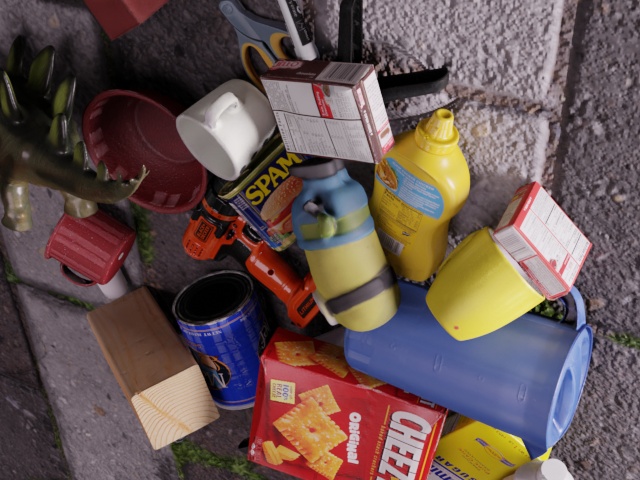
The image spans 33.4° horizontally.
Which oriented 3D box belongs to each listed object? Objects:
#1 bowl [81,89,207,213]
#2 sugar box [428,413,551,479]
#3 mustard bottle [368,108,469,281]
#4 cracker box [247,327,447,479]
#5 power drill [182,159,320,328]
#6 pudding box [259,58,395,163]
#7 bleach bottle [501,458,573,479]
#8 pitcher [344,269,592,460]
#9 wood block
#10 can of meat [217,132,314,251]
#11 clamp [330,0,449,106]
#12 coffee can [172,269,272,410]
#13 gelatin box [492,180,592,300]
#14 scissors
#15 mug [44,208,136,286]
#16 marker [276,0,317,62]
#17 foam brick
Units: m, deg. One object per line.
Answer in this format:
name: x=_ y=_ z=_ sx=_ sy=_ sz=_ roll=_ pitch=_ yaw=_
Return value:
bowl: x=-0.182 y=-0.109 z=1.182 sx=0.162 sy=0.055 sz=0.162 roll=19 pitch=135 yaw=19
sugar box: x=0.182 y=0.249 z=1.268 sx=0.093 sy=0.048 sz=0.177 roll=40 pitch=137 yaw=-7
mustard bottle: x=0.096 y=-0.051 z=1.045 sx=0.096 sy=0.058 sz=0.192 roll=37 pitch=140 yaw=20
cracker box: x=0.029 y=0.209 z=1.224 sx=0.214 sy=0.072 sz=0.164 roll=17 pitch=123 yaw=11
power drill: x=-0.058 y=0.001 z=1.200 sx=0.187 sy=0.057 sz=0.185 roll=39 pitch=142 yaw=2
pudding box: x=0.006 y=-0.122 z=1.003 sx=0.114 sy=0.039 sz=0.090 roll=12 pitch=137 yaw=37
bleach bottle: x=0.229 y=0.314 z=1.242 sx=0.102 sy=0.068 sz=0.251 roll=10 pitch=145 yaw=0
pitcher: x=0.154 y=0.108 z=1.113 sx=0.243 sy=0.149 sz=0.145 roll=17 pitch=150 yaw=25
wood block: x=-0.214 y=0.155 z=1.339 sx=0.206 sy=0.090 sz=0.091 roll=45 pitch=156 yaw=53
can of meat: x=-0.040 y=-0.052 z=1.107 sx=0.084 sy=0.102 sz=0.057 roll=47 pitch=172 yaw=-16
clamp: x=0.030 y=-0.157 z=1.011 sx=0.120 sy=0.039 sz=0.172 roll=51 pitch=137 yaw=-7
coffee can: x=-0.110 y=0.122 z=1.307 sx=0.103 sy=0.102 sz=0.140 roll=4 pitch=129 yaw=31
gelatin box: x=0.209 y=0.000 z=1.005 sx=0.089 sy=0.073 sz=0.030 roll=47 pitch=137 yaw=-13
scissors: x=-0.069 y=-0.225 z=1.032 sx=0.096 sy=0.016 sz=0.201 roll=-8 pitch=123 yaw=36
mug: x=-0.288 y=0.012 z=1.334 sx=0.081 sy=0.093 sz=0.117 roll=30 pitch=121 yaw=0
marker: x=-0.032 y=-0.225 z=0.994 sx=0.020 sy=0.020 sz=0.121 roll=-5 pitch=117 yaw=36
foam brick: x=-0.185 y=-0.243 z=1.049 sx=0.053 sy=0.078 sz=0.051 roll=-16 pitch=117 yaw=44
